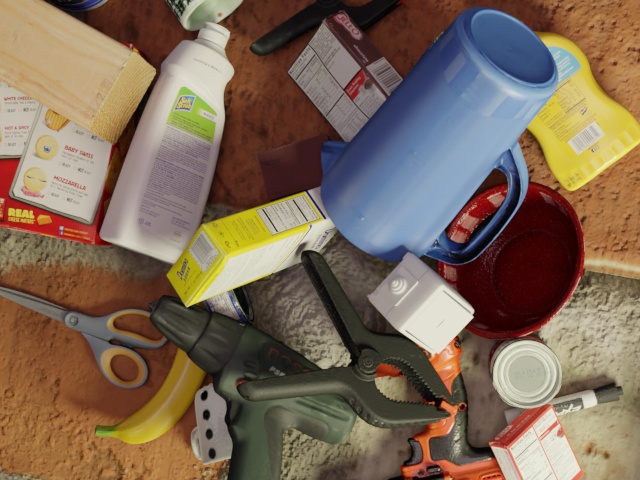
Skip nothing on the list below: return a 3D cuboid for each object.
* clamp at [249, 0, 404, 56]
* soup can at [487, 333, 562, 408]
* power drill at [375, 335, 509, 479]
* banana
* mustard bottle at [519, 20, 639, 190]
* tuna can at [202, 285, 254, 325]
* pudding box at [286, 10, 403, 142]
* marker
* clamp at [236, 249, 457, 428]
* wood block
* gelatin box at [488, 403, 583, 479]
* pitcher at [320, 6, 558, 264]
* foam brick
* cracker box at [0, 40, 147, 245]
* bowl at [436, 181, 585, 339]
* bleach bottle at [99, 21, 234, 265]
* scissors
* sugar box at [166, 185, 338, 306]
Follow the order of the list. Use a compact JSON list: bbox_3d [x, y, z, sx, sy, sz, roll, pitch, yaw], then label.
[{"bbox_3d":[0.001,-0.266,1.123,0.171,0.039,0.120,-10,92,1],"label":"clamp"},{"bbox_3d":[0.201,0.127,1.056,0.068,0.102,0.068,0,89,8],"label":"soup can"},{"bbox_3d":[0.094,0.195,1.092,0.184,0.057,0.187,-13,90,3],"label":"power drill"},{"bbox_3d":[-0.158,0.143,1.129,0.069,0.037,0.198,34,90,-15],"label":"banana"},{"bbox_3d":[0.233,-0.151,1.079,0.096,0.058,0.191,-38,84,18],"label":"mustard bottle"},{"bbox_3d":[-0.100,0.054,1.105,0.034,0.086,0.086,-22,86,4],"label":"tuna can"},{"bbox_3d":[0.027,-0.163,1.093,0.039,0.090,0.113,-32,81,-39],"label":"pudding box"},{"bbox_3d":[0.249,0.168,1.090,0.121,0.020,0.020,-16,87,7],"label":"marker"},{"bbox_3d":[0.031,0.127,1.026,0.210,0.036,0.164,35,65,-3],"label":"clamp"},{"bbox_3d":[-0.281,-0.188,1.061,0.206,0.091,0.090,30,90,8],"label":"wood block"},{"bbox_3d":[0.214,0.217,1.060,0.073,0.030,0.089,-35,106,-29],"label":"gelatin box"},{"bbox_3d":[0.119,-0.091,0.999,0.149,0.243,0.145,8,51,-29],"label":"pitcher"},{"bbox_3d":[-0.020,-0.074,1.115,0.078,0.051,0.053,-14,86,7],"label":"foam brick"},{"bbox_3d":[-0.288,-0.113,1.141,0.164,0.072,0.214,11,89,7],"label":"cracker box"},{"bbox_3d":[0.197,0.025,1.062,0.162,0.055,0.162,-14,66,34],"label":"bowl"},{"bbox_3d":[-0.144,-0.104,1.119,0.102,0.068,0.251,23,84,-37],"label":"bleach bottle"},{"bbox_3d":[-0.262,0.106,1.160,0.202,0.016,0.096,5,89,8],"label":"scissors"},{"bbox_3d":[-0.057,0.001,1.048,0.048,0.175,0.093,54,135,13],"label":"sugar box"}]
